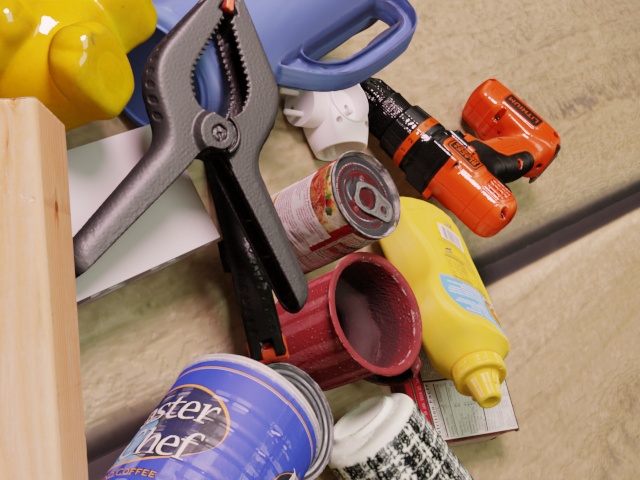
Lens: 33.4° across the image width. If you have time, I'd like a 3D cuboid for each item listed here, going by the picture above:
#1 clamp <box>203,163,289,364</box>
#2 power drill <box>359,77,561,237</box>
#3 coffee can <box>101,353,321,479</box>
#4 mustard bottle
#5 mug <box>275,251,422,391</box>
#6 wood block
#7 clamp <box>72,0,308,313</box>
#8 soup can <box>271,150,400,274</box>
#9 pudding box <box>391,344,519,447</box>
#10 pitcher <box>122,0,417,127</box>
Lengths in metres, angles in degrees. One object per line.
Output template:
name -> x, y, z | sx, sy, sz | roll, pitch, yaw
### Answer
clamp -> -0.055, 0.001, 0.749 | 0.120, 0.039, 0.171 | 59, 14, -79
power drill -> 0.129, -0.095, 0.981 | 0.184, 0.057, 0.187 | 46, 38, 11
coffee can -> -0.073, 0.149, 0.628 | 0.103, 0.103, 0.140 | 51, 39, -13
mustard bottle -> 0.104, 0.054, 0.850 | 0.096, 0.058, 0.192 | 34, 25, -39
mug -> 0.024, 0.072, 0.797 | 0.117, 0.082, 0.093 | 38, 48, -24
wood block -> -0.177, 0.038, 0.556 | 0.090, 0.091, 0.206 | -4, 87, -4
clamp -> -0.080, -0.060, 0.666 | 0.164, 0.036, 0.210 | 4, 82, -35
soup can -> 0.001, -0.017, 0.803 | 0.068, 0.102, 0.068 | 21, 57, -36
pudding box -> 0.109, 0.125, 0.888 | 0.113, 0.039, 0.090 | 1, 70, -42
pitcher -> -0.045, -0.169, 0.809 | 0.242, 0.149, 0.145 | -46, 120, -42
